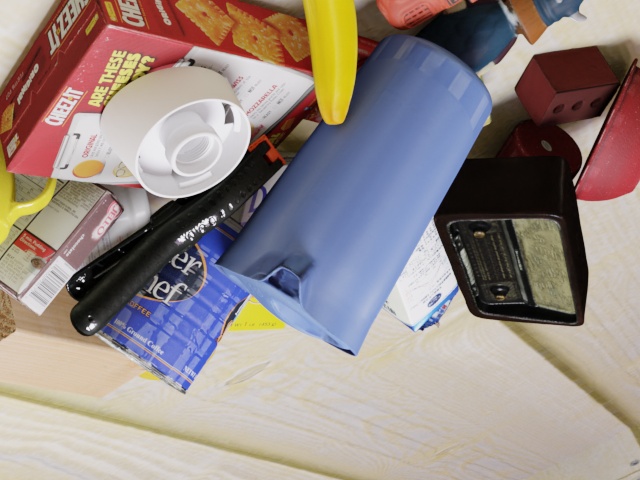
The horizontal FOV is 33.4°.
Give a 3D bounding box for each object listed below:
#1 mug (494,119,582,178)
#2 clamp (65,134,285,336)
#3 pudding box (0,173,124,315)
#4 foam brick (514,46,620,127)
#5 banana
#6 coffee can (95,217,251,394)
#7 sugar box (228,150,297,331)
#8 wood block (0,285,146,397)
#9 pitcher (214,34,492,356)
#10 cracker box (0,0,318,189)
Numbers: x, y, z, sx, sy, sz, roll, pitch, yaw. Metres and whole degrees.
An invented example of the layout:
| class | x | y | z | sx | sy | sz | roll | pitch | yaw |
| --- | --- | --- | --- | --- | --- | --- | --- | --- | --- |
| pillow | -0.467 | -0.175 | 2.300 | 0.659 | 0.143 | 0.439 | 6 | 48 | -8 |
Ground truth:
| class | x | y | z | sx | sy | sz | roll | pitch | yaw |
| --- | --- | --- | --- | --- | --- | --- | --- | --- | --- |
| mug | 0.233 | -0.081 | 1.150 | 0.117 | 0.093 | 0.082 | -41 | 165 | -42 |
| clamp | -0.120 | -0.007 | 0.839 | 0.210 | 0.036 | 0.165 | -41 | -164 | -14 |
| pudding box | -0.229 | -0.010 | 0.862 | 0.113 | 0.090 | 0.039 | -52 | 153 | -14 |
| foam brick | 0.243 | -0.151 | 1.051 | 0.078 | 0.051 | 0.053 | -12 | 151 | -20 |
| banana | -0.003 | -0.178 | 0.767 | 0.069 | 0.037 | 0.198 | -55 | 142 | -34 |
| coffee can | -0.119 | 0.046 | 0.919 | 0.140 | 0.103 | 0.102 | -56 | 156 | -12 |
| sugar box | -0.057 | 0.001 | 1.026 | 0.093 | 0.048 | 0.176 | 0 | 118 | -38 |
| wood block | -0.268 | 0.088 | 1.066 | 0.091 | 0.090 | 0.205 | -33 | 152 | 20 |
| pitcher | 0.033 | -0.037 | 0.864 | 0.144 | 0.149 | 0.243 | 39 | 80 | -34 |
| cracker box | -0.117 | -0.115 | 0.823 | 0.213 | 0.072 | 0.164 | 6 | 142 | -42 |
